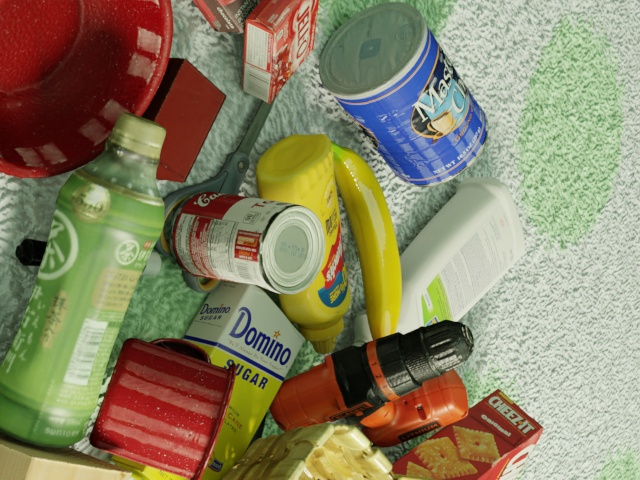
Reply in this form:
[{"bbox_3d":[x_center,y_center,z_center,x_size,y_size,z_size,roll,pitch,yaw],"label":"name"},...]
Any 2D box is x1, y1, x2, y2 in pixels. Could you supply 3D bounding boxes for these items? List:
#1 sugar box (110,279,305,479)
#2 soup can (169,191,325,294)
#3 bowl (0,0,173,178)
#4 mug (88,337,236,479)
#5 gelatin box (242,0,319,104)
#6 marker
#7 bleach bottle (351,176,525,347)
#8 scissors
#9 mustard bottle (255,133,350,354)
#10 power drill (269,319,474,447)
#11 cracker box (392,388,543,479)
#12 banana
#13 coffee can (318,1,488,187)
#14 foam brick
[{"bbox_3d":[-0.085,0.125,0.860,0.093,0.048,0.176,51,60,-42],"label":"sugar box"},{"bbox_3d":[-0.055,0.001,0.801,0.068,0.102,0.068,-11,105,-46],"label":"soup can"},{"bbox_3d":[-0.172,-0.122,0.678,0.161,0.055,0.162,-37,148,-28],"label":"bowl"},{"bbox_3d":[-0.112,0.112,0.766,0.117,0.081,0.093,-80,-167,-52],"label":"mug"},{"bbox_3d":[-0.030,-0.164,0.849,0.073,0.030,0.089,-56,168,-29],"label":"gelatin box"},{"bbox_3d":[-0.165,0.013,0.765,0.120,0.020,0.020,8,91,-50],"label":"marker"},{"bbox_3d":[0.107,0.042,1.059,0.250,0.068,0.102,-40,120,-34],"label":"bleach bottle"},{"bbox_3d":[-0.082,-0.059,0.852,0.096,0.016,0.202,21,81,-49],"label":"scissors"},{"bbox_3d":[-0.010,0.013,0.909,0.096,0.058,0.191,-62,148,-58],"label":"mustard bottle"},{"bbox_3d":[0.069,0.129,0.945,0.187,0.185,0.057,36,36,-59],"label":"power drill"},{"bbox_3d":[0.113,0.259,1.047,0.213,0.072,0.164,-22,143,-45],"label":"cracker box"},{"bbox_3d":[0.041,-0.003,0.973,0.069,0.037,0.198,-29,105,-49],"label":"banana"},{"bbox_3d":[0.077,-0.129,0.957,0.140,0.103,0.102,46,63,-44],"label":"coffee can"},{"bbox_3d":[-0.115,-0.088,0.778,0.051,0.053,0.078,41,66,-45],"label":"foam brick"}]
